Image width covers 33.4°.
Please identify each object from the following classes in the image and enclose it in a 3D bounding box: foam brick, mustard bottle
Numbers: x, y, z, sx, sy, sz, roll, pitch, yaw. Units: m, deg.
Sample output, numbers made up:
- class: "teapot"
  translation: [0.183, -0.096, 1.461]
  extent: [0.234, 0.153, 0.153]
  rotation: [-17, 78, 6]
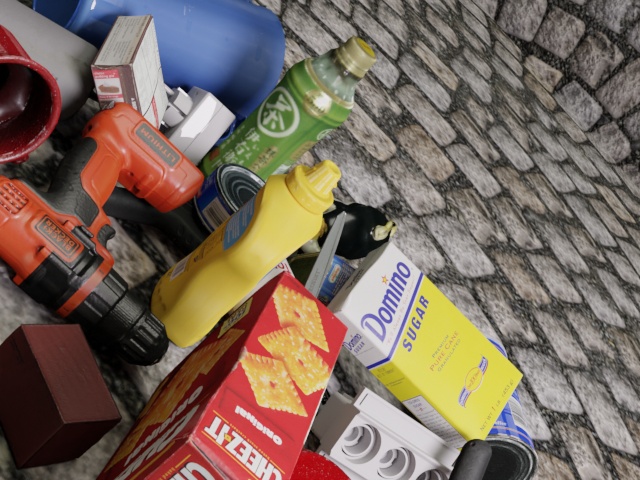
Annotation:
- class: "foam brick"
  translation: [-0.175, 0.099, 0.691]
  extent: [0.051, 0.053, 0.078]
  rotation: [8, 46, -54]
- class: "mustard bottle"
  translation: [-0.055, 0.001, 0.859]
  extent: [0.058, 0.192, 0.096]
  rotation: [42, 26, -12]

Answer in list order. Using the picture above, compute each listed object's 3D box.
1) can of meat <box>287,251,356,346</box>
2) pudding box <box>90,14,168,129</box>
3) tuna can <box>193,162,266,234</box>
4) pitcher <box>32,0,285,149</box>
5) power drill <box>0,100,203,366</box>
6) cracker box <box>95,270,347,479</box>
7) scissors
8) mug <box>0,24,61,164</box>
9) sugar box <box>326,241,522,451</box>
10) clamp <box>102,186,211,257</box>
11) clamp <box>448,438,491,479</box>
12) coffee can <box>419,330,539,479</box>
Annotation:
- class: "can of meat"
  translation: [0.011, 0.054, 1.006]
  extent: [0.084, 0.102, 0.057]
  rotation: [35, 70, -20]
- class: "pudding box"
  translation: [-0.166, -0.137, 0.940]
  extent: [0.113, 0.039, 0.090]
  rotation: [-89, 174, -57]
- class: "tuna can"
  translation: [-0.072, -0.029, 0.971]
  extent: [0.086, 0.034, 0.086]
  rotation: [35, 30, -24]
- class: "pitcher"
  translation: [-0.162, -0.201, 1.078]
  extent: [0.242, 0.145, 0.149]
  rotation: [14, 29, -45]
- class: "power drill"
  translation: [-0.162, -0.013, 0.831]
  extent: [0.184, 0.057, 0.187]
  rotation: [45, 37, -13]
- class: "cracker box"
  translation: [-0.077, 0.129, 0.672]
  extent: [0.072, 0.164, 0.213]
  rotation: [43, 25, -6]
- class: "scissors"
  translation: [-0.036, 0.066, 0.867]
  extent: [0.096, 0.016, 0.202]
  rotation: [12, 83, -24]
- class: "mug"
  translation: [-0.256, -0.111, 0.829]
  extent: [0.082, 0.093, 0.117]
  rotation: [48, -18, 39]
- class: "sugar box"
  translation: [0.091, 0.095, 0.946]
  extent: [0.176, 0.048, 0.093]
  rotation: [46, 55, -10]
- class: "clamp"
  translation: [-0.131, -0.036, 0.977]
  extent: [0.209, 0.036, 0.164]
  rotation: [32, 30, -24]
- class: "clamp"
  translation: [0.099, 0.241, 0.867]
  extent: [0.171, 0.039, 0.120]
  rotation: [-26, 110, -49]
- class: "coffee can"
  translation: [0.147, 0.172, 1.045]
  extent: [0.102, 0.103, 0.140]
  rotation: [34, 29, -28]
